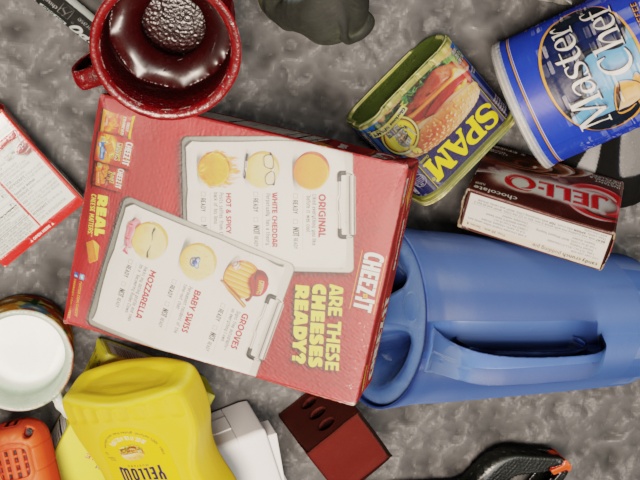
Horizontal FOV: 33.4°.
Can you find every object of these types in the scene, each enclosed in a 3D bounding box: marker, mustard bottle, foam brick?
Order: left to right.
[{"bbox_3d":[-0.153,-0.142,0.733,0.121,0.020,0.020,39,90,-23],"label":"marker"},{"bbox_3d":[-0.106,0.175,0.754,0.096,0.058,0.191,-8,117,18],"label":"mustard bottle"},{"bbox_3d":[0.011,0.152,0.835,0.053,0.078,0.051,-39,112,-7],"label":"foam brick"}]

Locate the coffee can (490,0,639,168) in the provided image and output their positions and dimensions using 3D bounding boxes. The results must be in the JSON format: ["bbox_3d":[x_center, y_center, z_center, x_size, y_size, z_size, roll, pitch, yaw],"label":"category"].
[{"bbox_3d":[0.209,-0.127,0.780,0.140,0.102,0.102,-24,114,20],"label":"coffee can"}]

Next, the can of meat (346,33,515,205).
[{"bbox_3d":[0.083,-0.092,0.803,0.102,0.057,0.084,-45,110,-2],"label":"can of meat"}]

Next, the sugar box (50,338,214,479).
[{"bbox_3d":[-0.161,0.169,0.802,0.093,0.048,0.176,25,95,-22],"label":"sugar box"}]

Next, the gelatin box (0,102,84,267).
[{"bbox_3d":[-0.219,-0.038,0.735,0.073,0.030,0.089,-40,112,-3],"label":"gelatin box"}]

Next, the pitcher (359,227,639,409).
[{"bbox_3d":[0.145,0.063,0.809,0.242,0.149,0.145,3,149,-27],"label":"pitcher"}]

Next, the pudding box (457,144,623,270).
[{"bbox_3d":[0.168,-0.027,0.807,0.113,0.090,0.039,16,120,12],"label":"pudding box"}]

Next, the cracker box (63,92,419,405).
[{"bbox_3d":[-0.055,0.001,0.727,0.214,0.072,0.164,14,102,11],"label":"cracker box"}]

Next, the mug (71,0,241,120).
[{"bbox_3d":[-0.107,-0.130,0.689,0.117,0.081,0.093,-25,117,11],"label":"mug"}]

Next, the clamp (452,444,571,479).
[{"bbox_3d":[0.130,0.221,0.915,0.171,0.039,0.120,-37,115,-5],"label":"clamp"}]
